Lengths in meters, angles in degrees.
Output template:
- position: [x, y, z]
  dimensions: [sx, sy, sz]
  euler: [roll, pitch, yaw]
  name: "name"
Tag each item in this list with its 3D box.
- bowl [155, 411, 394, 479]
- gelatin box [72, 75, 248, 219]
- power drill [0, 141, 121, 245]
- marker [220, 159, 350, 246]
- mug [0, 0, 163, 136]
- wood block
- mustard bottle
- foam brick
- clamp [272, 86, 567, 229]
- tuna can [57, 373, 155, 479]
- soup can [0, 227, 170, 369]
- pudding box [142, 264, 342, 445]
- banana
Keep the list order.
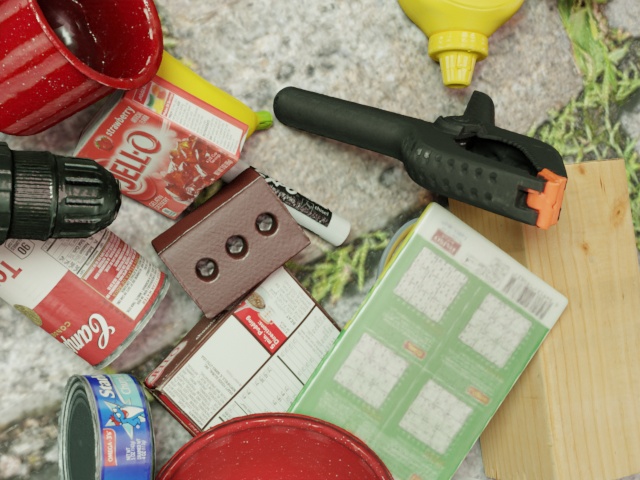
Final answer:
- position: [-0.026, 0.183, 0.612]
  dimensions: [0.162, 0.055, 0.162]
  euler: [-1, 102, -4]
  name: "bowl"
- position: [-0.095, -0.053, 0.615]
  dimensions: [0.073, 0.089, 0.030]
  euler: [28, 55, -21]
  name: "gelatin box"
- position: [-0.200, 0.033, 0.524]
  dimensions: [0.184, 0.057, 0.188]
  euler: [3, 120, -23]
  name: "power drill"
- position: [-0.034, -0.032, 0.680]
  dimensions: [0.121, 0.020, 0.020]
  euler: [30, 74, -20]
  name: "marker"
- position: [-0.149, -0.109, 0.542]
  dimensions: [0.117, 0.082, 0.093]
  euler: [32, 46, -43]
  name: "mug"
- position: [0.157, 0.055, 0.724]
  dimensions: [0.090, 0.091, 0.206]
  euler: [-7, 89, -25]
  name: "wood block"
- position: [0.097, -0.200, 0.733]
  dimensions: [0.096, 0.058, 0.191]
  euler: [4, 84, -15]
  name: "mustard bottle"
- position: [-0.054, 0.001, 0.640]
  dimensions: [0.078, 0.051, 0.053]
  euler: [-38, 104, -7]
  name: "foam brick"
- position: [0.071, -0.058, 0.645]
  dimensions: [0.164, 0.210, 0.036]
  euler: [-1, 113, -19]
  name: "clamp"
- position: [-0.120, 0.117, 0.592]
  dimensions: [0.033, 0.086, 0.086]
  euler: [1, 85, -27]
  name: "tuna can"
- position: [-0.144, 0.015, 0.598]
  dimensions: [0.102, 0.069, 0.068]
  euler: [41, 71, -17]
  name: "soup can"
- position: [-0.039, 0.081, 0.659]
  dimensions: [0.113, 0.039, 0.090]
  euler: [-46, 108, -19]
  name: "pudding box"
- position: [-0.111, -0.109, 0.632]
  dimensions: [0.197, 0.069, 0.037]
  euler: [36, 104, -20]
  name: "banana"
